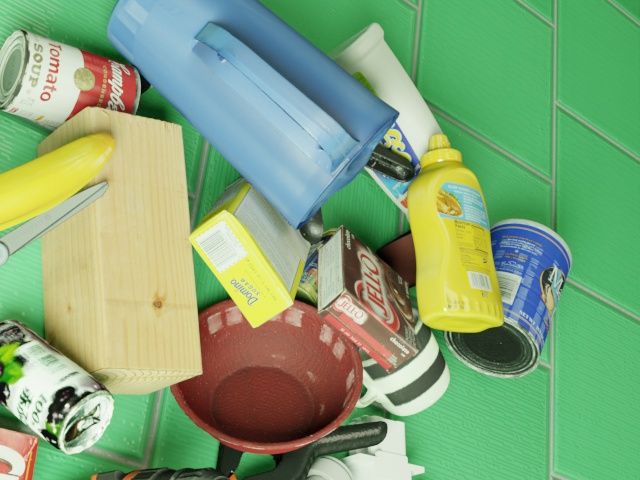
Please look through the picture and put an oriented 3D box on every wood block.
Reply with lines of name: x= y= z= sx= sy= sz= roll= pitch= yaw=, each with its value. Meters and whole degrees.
wood block: x=-0.161 y=0.011 z=0.845 sx=0.090 sy=0.090 sz=0.206 roll=9 pitch=67 yaw=-40

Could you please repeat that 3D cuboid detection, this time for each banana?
banana: x=-0.235 y=-0.033 z=0.754 sx=0.197 sy=0.037 sz=0.070 roll=-18 pitch=44 yaw=-15

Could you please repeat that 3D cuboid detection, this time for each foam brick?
foam brick: x=0.107 y=0.011 z=1.092 sx=0.052 sy=0.078 sz=0.051 roll=-31 pitch=92 yaw=-45

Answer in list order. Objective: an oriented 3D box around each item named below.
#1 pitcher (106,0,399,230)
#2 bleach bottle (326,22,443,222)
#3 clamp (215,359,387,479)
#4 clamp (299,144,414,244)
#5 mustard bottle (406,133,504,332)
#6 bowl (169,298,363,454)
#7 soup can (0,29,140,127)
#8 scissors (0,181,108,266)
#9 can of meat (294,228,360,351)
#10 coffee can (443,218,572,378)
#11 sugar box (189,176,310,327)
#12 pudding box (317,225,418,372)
pitcher: x=-0.061 y=-0.135 z=0.901 sx=0.243 sy=0.149 sz=0.144 roll=42 pitch=44 yaw=2
bleach bottle: x=0.091 y=-0.095 z=1.103 sx=0.250 sy=0.103 sz=0.068 roll=51 pitch=43 yaw=-13
clamp: x=-0.035 y=0.162 z=0.922 sx=0.171 sy=0.039 sz=0.120 roll=-25 pitch=58 yaw=-37
clamp: x=-0.020 y=-0.100 z=1.023 sx=0.210 sy=0.036 sz=0.164 roll=46 pitch=47 yaw=1
mustard bottle: x=0.124 y=-0.012 z=1.020 sx=0.096 sy=0.058 sz=0.191 roll=12 pitch=65 yaw=-42
bowl: x=-0.047 y=0.122 z=0.893 sx=0.162 sy=0.055 sz=0.162 roll=4 pitch=44 yaw=-4
soup can: x=-0.209 y=-0.126 z=0.874 sx=0.102 sy=0.069 sz=0.068 roll=15 pitch=64 yaw=-37
scissors: x=-0.236 y=0.031 z=0.767 sx=0.201 sy=0.016 sz=0.096 roll=-18 pitch=99 yaw=-19
can of meat: x=0.013 y=0.055 z=1.006 sx=0.102 sy=0.058 sz=0.083 roll=51 pitch=49 yaw=-14
coffee can: x=0.202 y=0.061 z=1.139 sx=0.102 sy=0.103 sz=0.140 roll=45 pitch=49 yaw=-19
sugar box: x=-0.056 y=0.001 z=0.915 sx=0.093 sy=0.048 sz=0.176 roll=56 pitch=10 yaw=-9
pudding box: x=0.039 y=0.050 z=0.933 sx=0.090 sy=0.039 sz=0.113 roll=42 pitch=20 yaw=-21
